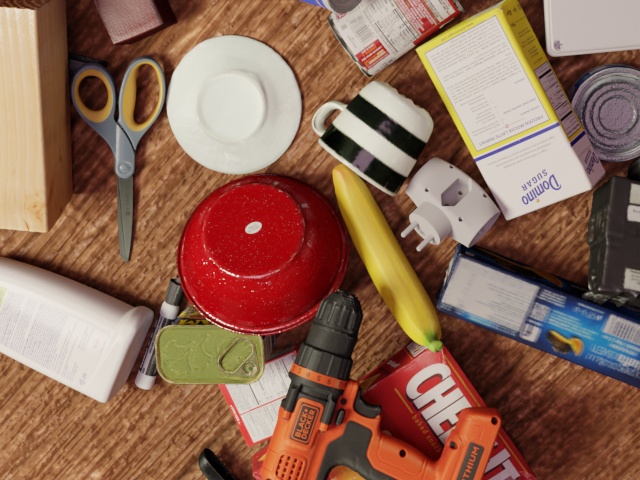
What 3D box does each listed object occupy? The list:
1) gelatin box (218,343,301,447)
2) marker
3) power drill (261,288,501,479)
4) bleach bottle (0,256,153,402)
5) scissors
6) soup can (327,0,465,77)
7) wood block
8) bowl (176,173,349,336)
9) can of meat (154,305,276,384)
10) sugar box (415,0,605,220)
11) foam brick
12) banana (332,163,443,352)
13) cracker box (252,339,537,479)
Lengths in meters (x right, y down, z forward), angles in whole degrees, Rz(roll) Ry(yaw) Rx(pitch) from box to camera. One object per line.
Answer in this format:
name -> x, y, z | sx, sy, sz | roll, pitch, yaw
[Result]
gelatin box -> -0.045, 0.151, 1.046 | 0.089, 0.030, 0.073 | -24, 98, 9
marker -> -0.156, 0.090, 1.054 | 0.020, 0.020, 0.121 | 21, 104, 3
power drill -> 0.058, 0.154, 0.936 | 0.187, 0.057, 0.184 | 19, 90, 2
bleach bottle -> -0.297, 0.061, 1.046 | 0.251, 0.068, 0.103 | 26, 104, 4
scissors -> -0.203, -0.082, 1.013 | 0.096, 0.016, 0.202 | 14, 105, -18
soup can -> 0.066, -0.199, 0.934 | 0.102, 0.068, 0.068 | -34, 96, 14
wood block -> -0.281, -0.122, 0.963 | 0.091, 0.090, 0.206 | 5, 116, 2
bowl -> -0.056, 0.001, 0.961 | 0.162, 0.055, 0.162 | -2, 67, 6
can of meat -> -0.096, 0.096, 1.013 | 0.102, 0.084, 0.057 | -1, 102, 8
sugar box -> 0.167, -0.114, 0.936 | 0.094, 0.048, 0.176 | -22, 103, 41
foam brick -> -0.174, -0.222, 0.971 | 0.051, 0.053, 0.078 | -23, 97, 12
banana -> 0.065, 0.020, 0.978 | 0.037, 0.070, 0.198 | -25, 71, -14
cracker box -> 0.068, 0.213, 1.002 | 0.213, 0.072, 0.164 | -35, 96, 1
